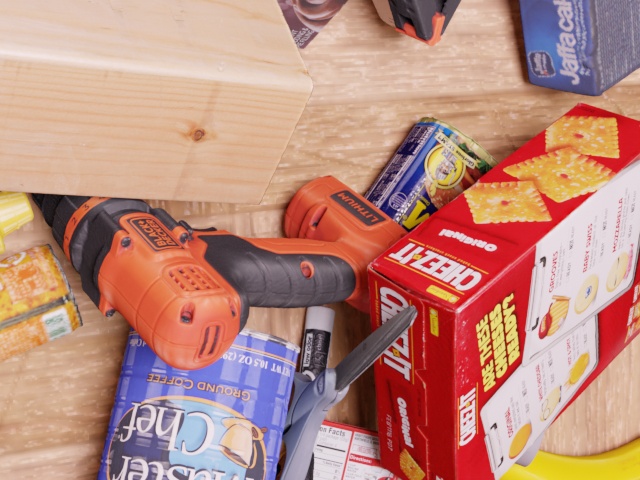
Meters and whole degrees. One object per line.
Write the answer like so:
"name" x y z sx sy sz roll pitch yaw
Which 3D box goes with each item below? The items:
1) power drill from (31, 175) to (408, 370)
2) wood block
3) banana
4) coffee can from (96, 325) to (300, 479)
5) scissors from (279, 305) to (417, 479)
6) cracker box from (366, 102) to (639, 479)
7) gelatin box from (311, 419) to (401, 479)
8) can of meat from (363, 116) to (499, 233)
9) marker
"power drill" -0.054 0.001 0.612 0.187 0.185 0.057 -6 125 -38
"wood block" -0.122 -0.083 0.545 0.205 0.090 0.091 3 135 -28
"banana" 0.189 0.162 0.784 0.197 0.037 0.069 -3 77 -23
"coffee can" -0.074 0.122 0.617 0.102 0.103 0.140 16 76 -23
"scissors" 0.001 0.104 0.610 0.016 0.202 0.096 15 69 -21
"cracker box" 0.122 0.036 0.651 0.213 0.072 0.164 -35 135 -33
"gelatin box" 0.013 0.163 0.685 0.073 0.030 0.089 10 74 16
"can of meat" 0.081 -0.019 0.701 0.102 0.058 0.084 39 80 -23
"marker" -0.007 0.102 0.682 0.020 0.020 0.121 15 72 -23
